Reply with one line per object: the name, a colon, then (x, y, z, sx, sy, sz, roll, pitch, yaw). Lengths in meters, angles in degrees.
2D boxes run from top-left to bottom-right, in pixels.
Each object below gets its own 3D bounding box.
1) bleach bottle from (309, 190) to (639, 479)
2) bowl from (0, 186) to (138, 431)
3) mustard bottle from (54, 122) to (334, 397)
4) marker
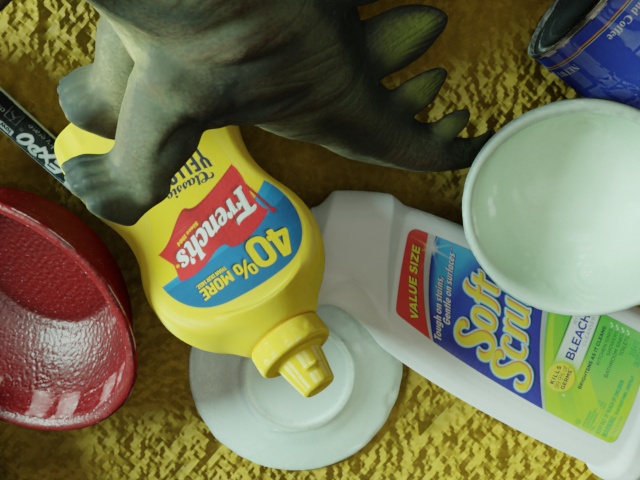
bleach bottle: (0.080, 0.046, 0.615, 0.250, 0.068, 0.102, 24, 84, -6)
bowl: (-0.163, 0.027, 0.580, 0.162, 0.055, 0.162, 10, 128, 13)
mustard bottle: (-0.054, 0.001, 0.561, 0.096, 0.058, 0.192, -32, 71, -13)
marker: (-0.155, -0.051, 0.607, 0.121, 0.020, 0.020, 43, 94, -9)
